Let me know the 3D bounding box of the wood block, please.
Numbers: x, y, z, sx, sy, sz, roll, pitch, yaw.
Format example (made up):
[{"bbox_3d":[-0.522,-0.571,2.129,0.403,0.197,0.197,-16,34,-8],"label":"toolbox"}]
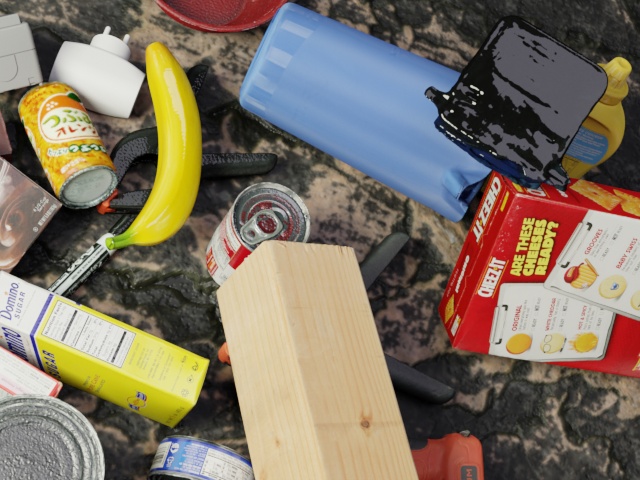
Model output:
[{"bbox_3d":[-0.006,0.112,0.836,0.090,0.090,0.206,5,56,-34],"label":"wood block"}]

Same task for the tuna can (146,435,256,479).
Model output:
[{"bbox_3d":[-0.092,0.186,0.843,0.086,0.086,0.033,23,61,-10],"label":"tuna can"}]

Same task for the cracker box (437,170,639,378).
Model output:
[{"bbox_3d":[0.236,0.031,0.980,0.213,0.164,0.072,10,27,-15],"label":"cracker box"}]

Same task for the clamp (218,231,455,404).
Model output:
[{"bbox_3d":[0.016,0.090,0.947,0.209,0.036,0.164,-16,74,-22],"label":"clamp"}]

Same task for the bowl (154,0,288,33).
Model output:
[{"bbox_3d":[-0.108,-0.260,1.037,0.162,0.055,0.162,7,67,-17],"label":"bowl"}]

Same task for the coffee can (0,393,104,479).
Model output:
[{"bbox_3d":[-0.217,0.177,0.771,0.102,0.140,0.103,7,66,-17],"label":"coffee can"}]

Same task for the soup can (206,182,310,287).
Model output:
[{"bbox_3d":[-0.056,0.001,0.921,0.068,0.102,0.068,7,67,-17],"label":"soup can"}]

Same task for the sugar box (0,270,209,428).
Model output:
[{"bbox_3d":[-0.182,0.090,0.846,0.176,0.093,0.048,22,63,-9],"label":"sugar box"}]

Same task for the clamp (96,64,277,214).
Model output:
[{"bbox_3d":[-0.135,-0.085,0.965,0.171,0.039,0.120,-27,78,-26],"label":"clamp"}]

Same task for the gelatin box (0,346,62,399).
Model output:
[{"bbox_3d":[-0.247,0.107,0.827,0.089,0.073,0.030,32,62,-5],"label":"gelatin box"}]

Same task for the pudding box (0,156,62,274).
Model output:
[{"bbox_3d":[-0.279,-0.013,0.855,0.090,0.039,0.113,40,78,-23],"label":"pudding box"}]

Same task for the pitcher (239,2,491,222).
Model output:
[{"bbox_3d":[0.054,-0.130,1.010,0.242,0.149,0.145,25,80,-5],"label":"pitcher"}]

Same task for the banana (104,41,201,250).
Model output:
[{"bbox_3d":[-0.132,-0.075,0.913,0.069,0.037,0.198,27,60,-40],"label":"banana"}]

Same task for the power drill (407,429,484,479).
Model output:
[{"bbox_3d":[0.044,0.222,0.891,0.187,0.057,0.184,9,66,-16],"label":"power drill"}]

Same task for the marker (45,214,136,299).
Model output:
[{"bbox_3d":[-0.199,0.020,0.911,0.020,0.020,0.121,41,62,0],"label":"marker"}]
